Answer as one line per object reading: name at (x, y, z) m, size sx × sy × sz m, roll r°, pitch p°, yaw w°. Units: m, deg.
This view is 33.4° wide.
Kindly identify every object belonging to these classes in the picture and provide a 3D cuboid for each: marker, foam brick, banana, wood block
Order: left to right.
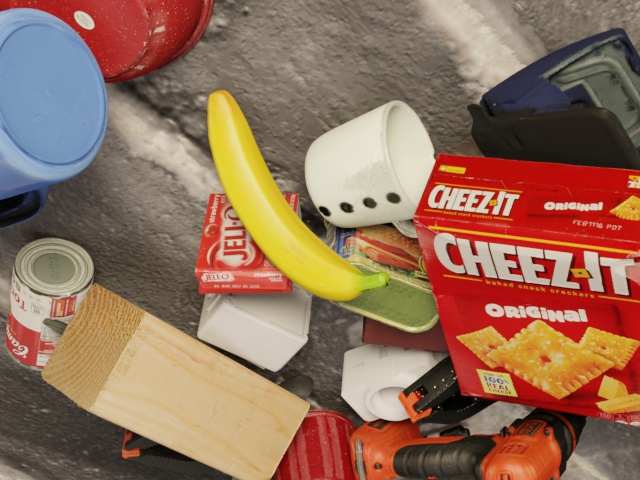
wood block at (-0.120, 0.128, 0.912) m, size 0.091 × 0.090 × 0.205 m, roll 20°, pitch 167°, yaw 48°
banana at (-0.028, -0.022, 0.778) m, size 0.198 × 0.037 × 0.070 m, roll 48°, pitch 119°, yaw 16°
foam brick at (0.077, 0.055, 0.899) m, size 0.078 × 0.053 × 0.051 m, roll 6°, pitch 134°, yaw 2°
marker at (0.094, 0.208, 1.068) m, size 0.121 × 0.020 × 0.020 m, roll -22°, pitch 128°, yaw 24°

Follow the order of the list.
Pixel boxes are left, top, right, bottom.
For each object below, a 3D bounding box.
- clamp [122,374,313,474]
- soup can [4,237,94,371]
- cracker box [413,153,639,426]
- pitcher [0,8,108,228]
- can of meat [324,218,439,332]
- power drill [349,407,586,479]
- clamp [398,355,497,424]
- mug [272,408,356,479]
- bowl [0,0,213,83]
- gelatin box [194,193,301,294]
clamp at (-0.092, 0.204, 1.073) m, size 0.210 × 0.036 × 0.164 m, roll -9°, pitch 132°, yaw 10°
soup can at (-0.234, 0.056, 0.922) m, size 0.068 × 0.068 × 0.102 m, roll 14°, pitch 133°, yaw -8°
cracker box at (0.169, 0.042, 0.767) m, size 0.164 × 0.072 × 0.213 m, roll 7°, pitch 142°, yaw 25°
pitcher at (-0.255, -0.070, 0.721) m, size 0.243 × 0.149 × 0.145 m, roll -8°, pitch 97°, yaw 35°
can of meat at (0.052, 0.016, 0.842) m, size 0.102 × 0.084 × 0.058 m, roll 21°, pitch 133°, yaw -13°
power drill at (0.136, 0.183, 0.970) m, size 0.188 × 0.184 × 0.057 m, roll -7°, pitch 96°, yaw 31°
clamp at (0.151, 0.109, 0.916) m, size 0.171 × 0.039 × 0.120 m, roll -13°, pitch 130°, yaw -26°
mug at (-0.016, 0.222, 1.010) m, size 0.117 × 0.081 × 0.093 m, roll -6°, pitch 133°, yaw -5°
bowl at (-0.154, -0.161, 0.713) m, size 0.162 × 0.055 × 0.162 m, roll 3°, pitch 134°, yaw 3°
gelatin box at (-0.055, 0.001, 0.835) m, size 0.073 × 0.089 × 0.030 m, roll 0°, pitch 134°, yaw 6°
